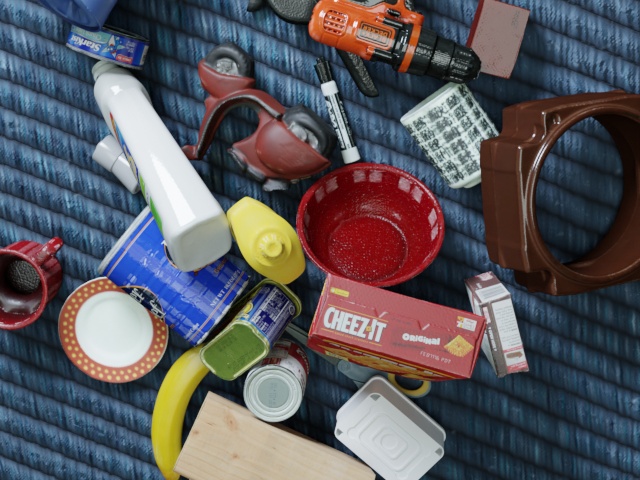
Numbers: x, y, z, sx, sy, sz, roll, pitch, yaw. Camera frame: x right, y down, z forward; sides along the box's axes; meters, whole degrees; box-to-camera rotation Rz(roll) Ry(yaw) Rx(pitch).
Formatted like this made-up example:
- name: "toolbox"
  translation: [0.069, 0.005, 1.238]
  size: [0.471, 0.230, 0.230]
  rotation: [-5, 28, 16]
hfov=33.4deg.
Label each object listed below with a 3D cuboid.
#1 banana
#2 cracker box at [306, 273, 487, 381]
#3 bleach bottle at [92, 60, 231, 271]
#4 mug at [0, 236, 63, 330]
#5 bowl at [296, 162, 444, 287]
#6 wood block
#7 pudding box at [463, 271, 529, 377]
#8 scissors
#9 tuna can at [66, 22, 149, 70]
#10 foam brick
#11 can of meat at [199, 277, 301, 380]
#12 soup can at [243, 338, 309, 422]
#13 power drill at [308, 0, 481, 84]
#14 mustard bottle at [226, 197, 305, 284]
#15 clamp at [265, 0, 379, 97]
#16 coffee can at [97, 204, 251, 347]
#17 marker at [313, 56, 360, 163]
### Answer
- name: "banana"
  translation: [-0.161, 0.194, 1.264]
  size: [0.069, 0.037, 0.198]
  rotation: [27, 102, -2]
- name: "cracker box"
  translation: [0.072, 0.100, 1.137]
  size: [0.164, 0.214, 0.072]
  rotation: [15, 82, 0]
- name: "bleach bottle"
  translation: [-0.182, -0.093, 1.152]
  size: [0.068, 0.102, 0.251]
  rotation: [-27, 65, -13]
- name: "mug"
  translation: [-0.338, 0.038, 1.221]
  size: [0.093, 0.081, 0.117]
  rotation: [43, 101, -5]
- name: "bowl"
  translation: [0.054, -0.006, 1.175]
  size: [0.162, 0.055, 0.162]
  rotation: [0, 57, -1]
- name: "wood block"
  translation: [-0.052, 0.257, 1.205]
  size: [0.206, 0.091, 0.090]
  rotation: [25, 86, -2]
- name: "pudding box"
  translation: [0.193, 0.091, 1.181]
  size: [0.039, 0.113, 0.090]
  rotation: [-16, 101, 4]
- name: "scissors"
  translation: [0.049, 0.139, 1.249]
  size: [0.096, 0.016, 0.201]
  rotation: [-40, 97, 10]
- name: "tuna can"
  translation: [-0.230, -0.215, 1.159]
  size: [0.086, 0.086, 0.034]
  rotation: [19, 101, 0]
- name: "foam brick"
  translation: [0.188, -0.218, 1.148]
  size: [0.053, 0.051, 0.078]
  rotation: [16, 103, -1]
- name: "can of meat"
  translation: [-0.080, 0.102, 1.196]
  size: [0.057, 0.083, 0.102]
  rotation: [45, 130, -7]
- name: "soup can"
  translation: [-0.049, 0.158, 1.216]
  size: [0.068, 0.102, 0.068]
  rotation: [1, 101, 3]
- name: "power drill"
  translation: [0.098, -0.268, 1.099]
  size: [0.184, 0.057, 0.188]
  rotation: [17, 93, -5]
- name: "mustard bottle"
  translation: [-0.057, 0.001, 1.136]
  size: [0.058, 0.192, 0.096]
  rotation: [-37, 97, -2]
- name: "clamp"
  translation: [0.009, -0.255, 1.145]
  size: [0.209, 0.036, 0.165]
  rotation: [16, 103, -13]
- name: "coffee can"
  translation: [-0.164, 0.037, 1.198]
  size: [0.140, 0.103, 0.103]
  rotation: [39, 101, -5]
- name: "marker"
  translation: [0.018, -0.146, 1.191]
  size: [0.020, 0.020, 0.121]
  rotation: [-17, 100, 7]
